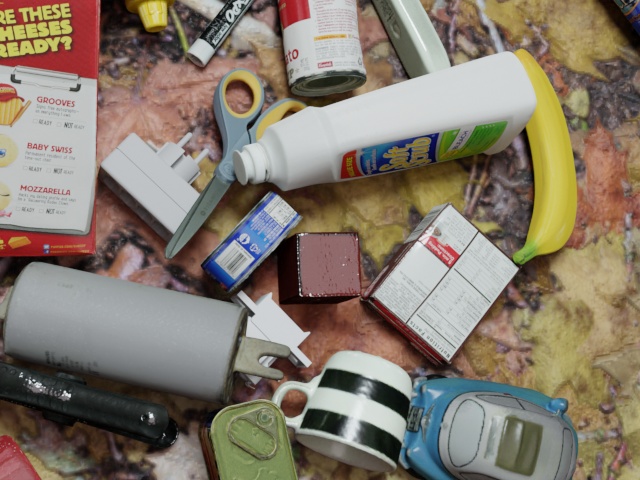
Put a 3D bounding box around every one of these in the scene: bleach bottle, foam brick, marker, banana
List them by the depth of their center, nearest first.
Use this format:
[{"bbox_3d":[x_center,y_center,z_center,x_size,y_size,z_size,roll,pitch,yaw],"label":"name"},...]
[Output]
[{"bbox_3d":[-0.002,0.024,0.863,0.053,0.078,0.051,-1,82,-13],"label":"foam brick"},{"bbox_3d":[0.047,-0.086,0.870,0.250,0.103,0.068,-17,74,-21],"label":"bleach bottle"},{"bbox_3d":[-0.072,-0.199,0.909,0.020,0.020,0.121,36,74,-7],"label":"marker"},{"bbox_3d":[0.198,-0.071,0.942,0.069,0.037,0.198,17,67,-47],"label":"banana"}]

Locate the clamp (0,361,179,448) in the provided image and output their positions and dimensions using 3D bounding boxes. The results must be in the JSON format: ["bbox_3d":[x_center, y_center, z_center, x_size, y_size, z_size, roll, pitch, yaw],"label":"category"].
[{"bbox_3d":[-0.183,0.122,0.801,0.171,0.120,0.039,16,69,10],"label":"clamp"}]

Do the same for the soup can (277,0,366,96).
[{"bbox_3d":[0.001,-0.179,0.900,0.068,0.069,0.102,-6,84,-16],"label":"soup can"}]

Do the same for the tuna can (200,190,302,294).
[{"bbox_3d":[-0.056,0.001,0.847,0.034,0.086,0.086,44,73,-3],"label":"tuna can"}]

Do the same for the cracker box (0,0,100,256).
[{"bbox_3d":[-0.243,-0.094,0.766,0.164,0.072,0.214,-1,119,-15],"label":"cracker box"}]

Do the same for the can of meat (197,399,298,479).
[{"bbox_3d":[-0.056,0.175,0.821,0.057,0.084,0.102,-12,85,-16],"label":"can of meat"}]

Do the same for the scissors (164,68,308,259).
[{"bbox_3d":[-0.083,-0.072,0.853,0.096,0.016,0.201,50,52,0],"label":"scissors"}]

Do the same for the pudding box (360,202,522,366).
[{"bbox_3d":[0.103,0.037,0.909,0.090,0.039,0.113,42,76,-7],"label":"pudding box"}]
